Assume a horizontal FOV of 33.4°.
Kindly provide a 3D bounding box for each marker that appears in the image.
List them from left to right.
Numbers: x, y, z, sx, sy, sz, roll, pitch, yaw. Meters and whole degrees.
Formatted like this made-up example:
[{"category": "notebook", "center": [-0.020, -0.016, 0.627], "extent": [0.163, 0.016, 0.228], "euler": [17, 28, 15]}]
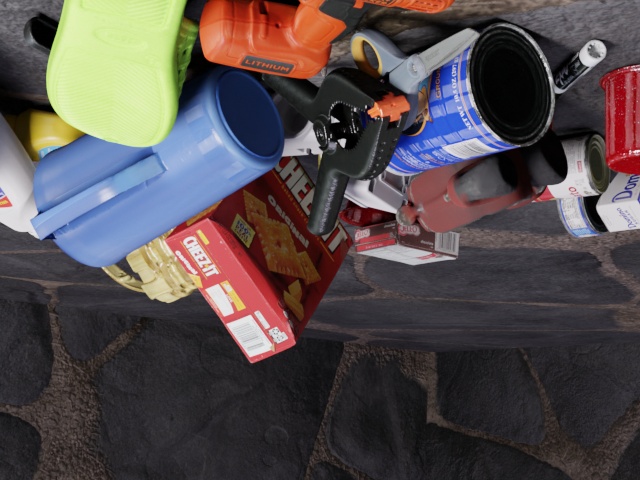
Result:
[{"category": "marker", "center": [0.221, -0.148, 0.945], "extent": [0.020, 0.020, 0.121], "euler": [4, 169, -7]}]

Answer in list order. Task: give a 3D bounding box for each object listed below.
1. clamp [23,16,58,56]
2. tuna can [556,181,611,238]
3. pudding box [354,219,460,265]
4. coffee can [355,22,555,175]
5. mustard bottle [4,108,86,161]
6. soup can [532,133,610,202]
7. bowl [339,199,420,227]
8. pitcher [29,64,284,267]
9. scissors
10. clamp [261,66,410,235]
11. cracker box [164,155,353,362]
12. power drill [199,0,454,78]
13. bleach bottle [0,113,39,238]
[{"category": "clamp", "center": [-0.184, -0.158, 0.961], "extent": [0.120, 0.039, 0.171], "euler": [5, 169, 5]}, {"category": "tuna can", "center": [0.317, -0.047, 1.270], "extent": [0.034, 0.086, 0.086], "euler": [-9, 164, 42]}, {"category": "pudding box", "center": [0.115, 0.003, 1.415], "extent": [0.113, 0.039, 0.090], "euler": [14, 165, -35]}, {"category": "coffee can", "center": [0.113, -0.117, 0.912], "extent": [0.102, 0.103, 0.141], "euler": [11, 167, -36]}, {"category": "mustard bottle", "center": [-0.270, -0.111, 1.172], "extent": [0.191, 0.058, 0.096], "euler": [5, 172, -9]}, {"category": "soup can", "center": [0.258, -0.079, 1.170], "extent": [0.102, 0.068, 0.068], "euler": [-6, 166, 36]}, {"category": "bowl", "center": [0.105, -0.053, 1.376], "extent": [0.162, 0.055, 0.162], "euler": [3, 169, 0]}, {"category": "pitcher", "center": [-0.161, -0.070, 1.035], "extent": [0.243, 0.149, 0.144], "euler": [-25, 140, 33]}, {"category": "scissors", "center": [0.063, -0.145, 0.806], "extent": [0.016, 0.096, 0.202], "euler": [-27, 168, -18]}, {"category": "clamp", "center": [0.010, -0.101, 0.908], "extent": [0.036, 0.164, 0.210], "euler": [-19, 175, -24]}, {"category": "cracker box", "center": [-0.058, 0.001, 1.156], "extent": [0.072, 0.164, 0.213], "euler": [-24, -161, 31]}, {"category": "power drill", "center": [-0.019, -0.175, 0.762], "extent": [0.184, 0.057, 0.188], "euler": [7, 169, -26]}, {"category": "bleach bottle", "center": [-0.344, -0.079, 1.120], "extent": [0.103, 0.068, 0.250], "euler": [5, 150, 22]}]
